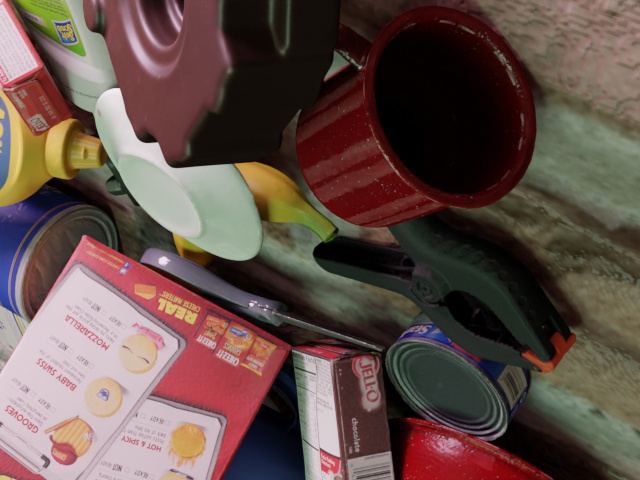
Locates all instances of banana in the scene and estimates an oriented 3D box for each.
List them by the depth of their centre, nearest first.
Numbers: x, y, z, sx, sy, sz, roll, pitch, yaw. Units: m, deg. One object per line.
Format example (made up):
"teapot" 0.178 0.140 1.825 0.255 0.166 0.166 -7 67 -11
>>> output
"banana" -0.061 -0.016 0.681 0.198 0.037 0.069 -11 108 61

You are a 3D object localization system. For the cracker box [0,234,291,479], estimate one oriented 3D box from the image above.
"cracker box" -0.141 0.129 0.722 0.164 0.213 0.072 28 165 2

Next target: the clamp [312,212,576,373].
"clamp" 0.062 0.020 0.610 0.171 0.039 0.120 43 154 12

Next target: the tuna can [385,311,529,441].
"tuna can" 0.085 0.083 0.661 0.086 0.033 0.086 28 145 22

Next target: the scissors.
"scissors" -0.051 0.038 0.710 0.096 0.016 0.202 35 163 -33

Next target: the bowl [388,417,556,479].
"bowl" 0.101 0.182 0.704 0.162 0.055 0.162 26 158 11

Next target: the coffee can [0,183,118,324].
"coffee can" -0.247 -0.003 0.845 0.140 0.102 0.103 24 143 26

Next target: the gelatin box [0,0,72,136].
"gelatin box" -0.187 -0.114 0.636 0.089 0.030 0.073 58 172 12

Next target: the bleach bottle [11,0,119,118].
"bleach bottle" -0.152 -0.164 0.602 0.103 0.068 0.251 30 149 32

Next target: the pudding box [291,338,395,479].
"pudding box" 0.015 0.126 0.712 0.090 0.039 0.113 -178 83 -72

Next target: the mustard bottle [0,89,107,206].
"mustard bottle" -0.238 -0.073 0.728 0.192 0.058 0.096 9 106 8

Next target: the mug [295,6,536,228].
"mug" 0.031 -0.059 0.501 0.117 0.093 0.082 35 155 -18
